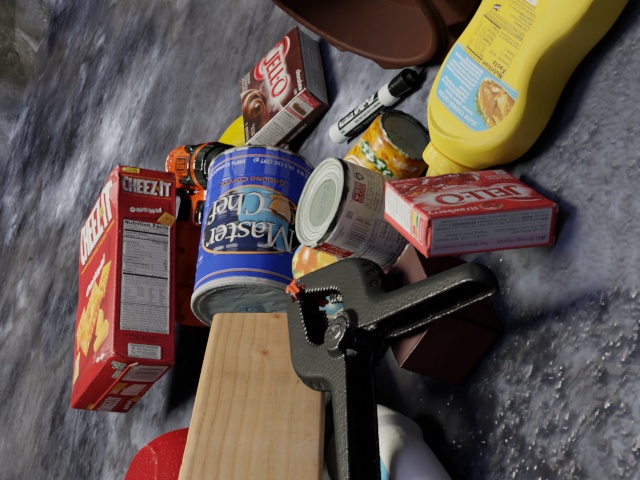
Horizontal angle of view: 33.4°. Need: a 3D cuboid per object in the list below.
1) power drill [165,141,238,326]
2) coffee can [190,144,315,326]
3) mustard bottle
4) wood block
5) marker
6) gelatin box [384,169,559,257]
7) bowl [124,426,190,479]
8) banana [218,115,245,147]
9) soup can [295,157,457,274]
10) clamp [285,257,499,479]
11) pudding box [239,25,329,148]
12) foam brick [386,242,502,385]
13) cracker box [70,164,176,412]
[{"bbox_3d":[-0.120,-0.009,1.098,0.185,0.057,0.188,11,93,65],"label":"power drill"},{"bbox_3d":[-0.056,0.001,0.948,0.103,0.102,0.140,-39,40,49],"label":"coffee can"},{"bbox_3d":[0.123,-0.110,0.716,0.192,0.058,0.096,-60,41,22],"label":"mustard bottle"},{"bbox_3d":[-0.042,0.142,0.746,0.206,0.090,0.091,-87,-2,-62],"label":"wood block"},{"bbox_3d":[0.046,-0.116,0.921,0.121,0.020,0.020,-33,44,53],"label":"marker"},{"bbox_3d":[0.094,-0.019,0.676,0.073,0.089,0.030,-129,36,-63],"label":"gelatin box"},{"bbox_3d":[-0.152,0.247,1.024,0.162,0.055,0.162,-43,37,45],"label":"bowl"},{"bbox_3d":[-0.104,-0.077,1.175,0.198,0.037,0.069,-50,32,37],"label":"banana"},{"bbox_3d":[0.042,-0.012,0.760,0.069,0.102,0.068,-43,37,45],"label":"soup can"},{"bbox_3d":[0.031,0.057,0.686,0.165,0.036,0.210,-59,27,11],"label":"clamp"},{"bbox_3d":[-0.038,-0.149,1.074,0.090,0.039,0.113,-41,38,28],"label":"pudding box"},{"bbox_3d":[0.076,0.048,0.709,0.053,0.051,0.078,-58,28,25],"label":"foam brick"},{"bbox_3d":[-0.207,0.053,1.112,0.164,0.072,0.213,135,137,-54],"label":"cracker box"}]
